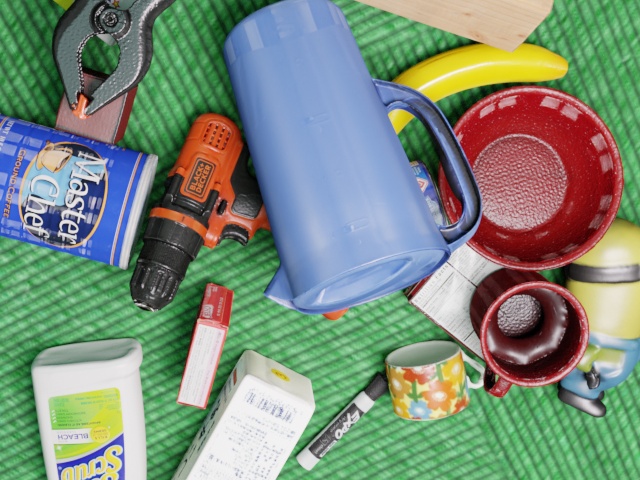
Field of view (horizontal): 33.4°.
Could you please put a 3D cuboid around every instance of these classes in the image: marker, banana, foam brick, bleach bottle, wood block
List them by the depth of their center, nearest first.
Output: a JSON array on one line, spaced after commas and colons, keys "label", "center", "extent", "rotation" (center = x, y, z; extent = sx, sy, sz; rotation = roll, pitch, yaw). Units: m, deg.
[{"label": "wood block", "center": [0.087, -0.241, 0.879], "extent": [0.206, 0.090, 0.091], "rotation": [17, 76, -7]}, {"label": "foam brick", "center": [-0.190, -0.116, 0.910], "extent": [0.053, 0.078, 0.051], "rotation": [16, 99, -7]}, {"label": "banana", "center": [0.120, -0.137, 0.947], "extent": [0.198, 0.037, 0.069], "rotation": [-26, 122, 4]}, {"label": "bleach bottle", "center": [-0.201, 0.221, 0.995], "extent": [0.102, 0.068, 0.251], "rotation": [-6, 105, -2]}, {"label": "marker", "center": [0.024, 0.171, 1.017], "extent": [0.020, 0.020, 0.121], "rotation": [42, 97, -11]}]

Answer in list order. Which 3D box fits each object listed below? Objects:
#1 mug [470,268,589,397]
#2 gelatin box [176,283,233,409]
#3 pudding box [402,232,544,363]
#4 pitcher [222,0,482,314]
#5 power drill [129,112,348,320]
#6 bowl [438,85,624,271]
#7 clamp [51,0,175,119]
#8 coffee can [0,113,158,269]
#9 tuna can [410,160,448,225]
[{"label": "mug", "center": [0.173, 0.081, 0.932], "extent": [0.093, 0.081, 0.117], "rotation": [20, 101, -7]}, {"label": "gelatin box", "center": [-0.103, 0.094, 0.957], "extent": [0.030, 0.073, 0.089], "rotation": [14, 113, -5]}, {"label": "pudding box", "center": [0.147, 0.052, 0.988], "extent": [0.113, 0.039, 0.090], "rotation": [39, 98, -9]}, {"label": "pitcher", "center": [0.015, -0.073, 0.869], "extent": [0.145, 0.148, 0.243], "rotation": [-33, 69, 43]}, {"label": "power drill", "center": [-0.056, 0.001, 0.926], "extent": [0.187, 0.057, 0.184], "rotation": [24, 73, -12]}, {"label": "bowl", "center": [0.181, -0.053, 0.947], "extent": [0.162, 0.055, 0.162], "rotation": [0, 88, -1]}, {"label": "clamp", "center": [-0.172, -0.184, 0.845], "extent": [0.120, 0.039, 0.171], "rotation": [28, 91, -3]}, {"label": "coffee can", "center": [-0.220, -0.042, 0.912], "extent": [0.140, 0.103, 0.103], "rotation": [15, 101, -6]}, {"label": "tuna can", "center": [0.086, -0.027, 0.942], "extent": [0.033, 0.086, 0.086], "rotation": [-18, 103, -1]}]
